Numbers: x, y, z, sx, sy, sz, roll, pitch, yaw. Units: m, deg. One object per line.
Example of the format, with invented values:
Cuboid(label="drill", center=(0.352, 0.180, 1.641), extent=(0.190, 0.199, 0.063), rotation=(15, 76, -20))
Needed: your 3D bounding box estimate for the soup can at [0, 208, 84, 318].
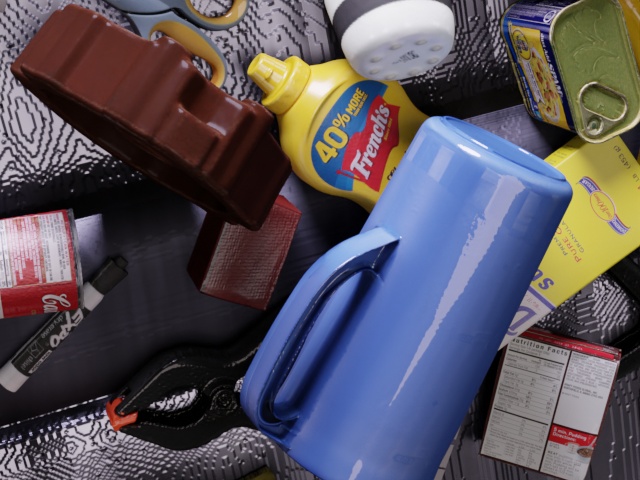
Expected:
Cuboid(label="soup can", center=(-0.211, 0.018, 0.701), extent=(0.102, 0.068, 0.068), rotation=(-7, 107, -16))

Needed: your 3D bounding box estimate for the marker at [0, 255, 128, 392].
Cuboid(label="marker", center=(-0.179, 0.057, 0.749), extent=(0.121, 0.020, 0.020), rotation=(-46, 113, -1))

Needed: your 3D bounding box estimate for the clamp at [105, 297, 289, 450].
Cuboid(label="clamp", center=(-0.071, 0.101, 0.787), extent=(0.171, 0.039, 0.120), rotation=(-3, 100, -24))

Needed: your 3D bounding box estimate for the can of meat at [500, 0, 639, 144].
Cuboid(label="can of meat", center=(0.180, -0.128, 0.774), extent=(0.057, 0.084, 0.102), rotation=(-26, 112, -9))

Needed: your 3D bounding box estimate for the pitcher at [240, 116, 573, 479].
Cuboid(label="pitcher", center=(0.058, 0.043, 0.709), extent=(0.145, 0.149, 0.243), rotation=(27, 105, 4))

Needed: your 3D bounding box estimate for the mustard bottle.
Cuboid(label="mustard bottle", center=(0.029, -0.072, 0.757), extent=(0.191, 0.058, 0.096), rotation=(32, 94, -23))

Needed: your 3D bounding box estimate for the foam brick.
Cuboid(label="foam brick", center=(-0.055, 0.001, 0.754), extent=(0.051, 0.053, 0.078), rotation=(17, 101, -21))

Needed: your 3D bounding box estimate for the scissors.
Cuboid(label="scissors", center=(-0.117, -0.171, 0.677), extent=(0.096, 0.016, 0.201), rotation=(-52, 130, -8))

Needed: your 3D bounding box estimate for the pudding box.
Cuboid(label="pudding box", center=(0.182, 0.129, 0.852), extent=(0.090, 0.039, 0.113), rotation=(15, 104, 14))
